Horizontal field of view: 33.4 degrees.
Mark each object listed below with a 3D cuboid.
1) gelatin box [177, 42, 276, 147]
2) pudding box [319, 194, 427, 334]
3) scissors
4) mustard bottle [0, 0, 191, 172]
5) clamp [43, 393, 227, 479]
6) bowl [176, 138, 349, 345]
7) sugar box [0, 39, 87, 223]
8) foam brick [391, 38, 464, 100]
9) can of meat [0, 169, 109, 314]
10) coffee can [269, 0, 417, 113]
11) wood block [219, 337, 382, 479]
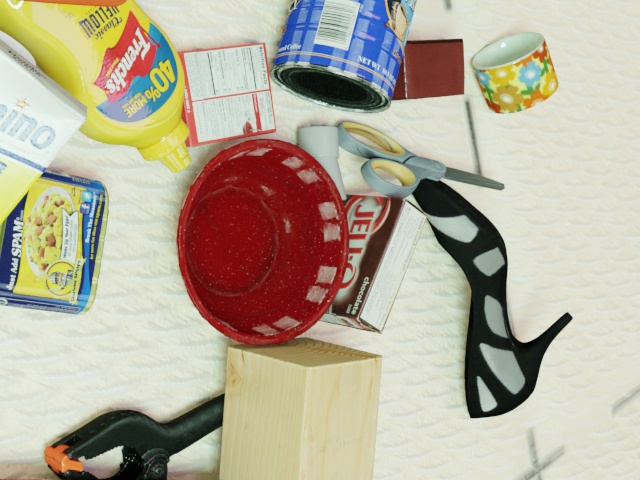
[{"bbox_3d":[-0.080,-0.115,0.841,0.089,0.030,0.073,-15,101,-39],"label":"gelatin box"},{"bbox_3d":[0.030,0.017,0.902,0.039,0.090,0.113,30,74,-38],"label":"pudding box"},{"bbox_3d":[0.100,-0.054,0.954,0.201,0.096,0.016,20,124,-25],"label":"scissors"},{"bbox_3d":[-0.151,-0.127,0.762,0.096,0.058,0.191,-51,123,-31],"label":"mustard bottle"},{"bbox_3d":[-0.130,0.180,0.813,0.171,0.039,0.120,3,88,-41],"label":"clamp"},{"bbox_3d":[-0.056,0.001,0.848,0.161,0.055,0.162,0,91,-37],"label":"bowl"},{"bbox_3d":[-0.232,-0.039,0.649,0.093,0.048,0.176,38,98,-20],"label":"sugar box"},{"bbox_3d":[0.085,-0.153,0.962,0.078,0.053,0.051,-11,100,-38],"label":"foam brick"},{"bbox_3d":[-0.197,-0.001,0.732,0.083,0.058,0.102,12,85,-42],"label":"can of meat"},{"bbox_3d":[0.025,-0.188,0.877,0.102,0.103,0.140,22,79,-39],"label":"coffee can"},{"bbox_3d":[-0.019,0.188,0.840,0.090,0.091,0.206,-1,97,-47],"label":"wood block"}]
